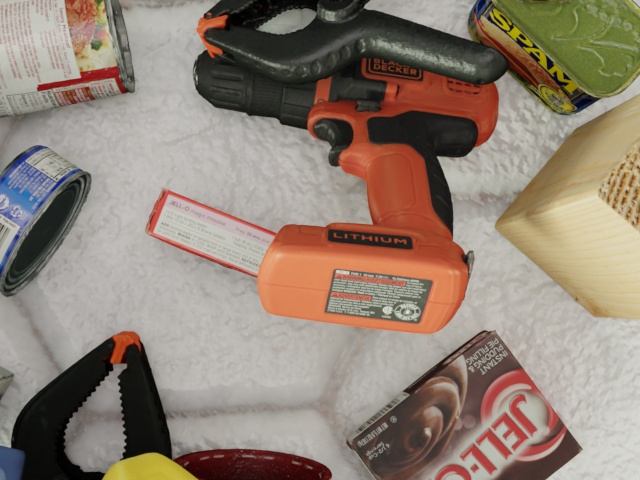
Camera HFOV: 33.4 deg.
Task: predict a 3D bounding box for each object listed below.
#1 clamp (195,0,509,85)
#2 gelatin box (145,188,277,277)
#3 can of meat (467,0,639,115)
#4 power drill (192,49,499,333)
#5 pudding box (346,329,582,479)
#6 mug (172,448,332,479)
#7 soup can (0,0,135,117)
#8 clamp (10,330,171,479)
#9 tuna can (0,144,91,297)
[{"bbox_3d":[0.018,-0.138,0.596,0.171,0.039,0.120,0,62,9],"label":"clamp"},{"bbox_3d":[-0.054,0.001,0.626,0.089,0.073,0.030,21,88,-2],"label":"gelatin box"},{"bbox_3d":[0.140,-0.125,0.636,0.102,0.084,0.057,44,86,0],"label":"can of meat"},{"bbox_3d":[0.011,-0.041,0.593,0.184,0.057,0.187,6,47,-1],"label":"power drill"},{"bbox_3d":[0.085,0.121,0.642,0.113,0.039,0.090,-37,89,-4],"label":"pudding box"},{"bbox_3d":[-0.031,0.170,0.605,0.117,0.093,0.081,5,91,26],"label":"mug"},{"bbox_3d":[-0.167,-0.111,0.631,0.102,0.068,0.068,-11,87,-2],"label":"soup can"},{"bbox_3d":[-0.136,0.159,0.632,0.164,0.036,0.210,24,90,-2],"label":"clamp"},{"bbox_3d":[-0.170,-0.012,0.616,0.034,0.086,0.086,33,86,1],"label":"tuna can"}]
